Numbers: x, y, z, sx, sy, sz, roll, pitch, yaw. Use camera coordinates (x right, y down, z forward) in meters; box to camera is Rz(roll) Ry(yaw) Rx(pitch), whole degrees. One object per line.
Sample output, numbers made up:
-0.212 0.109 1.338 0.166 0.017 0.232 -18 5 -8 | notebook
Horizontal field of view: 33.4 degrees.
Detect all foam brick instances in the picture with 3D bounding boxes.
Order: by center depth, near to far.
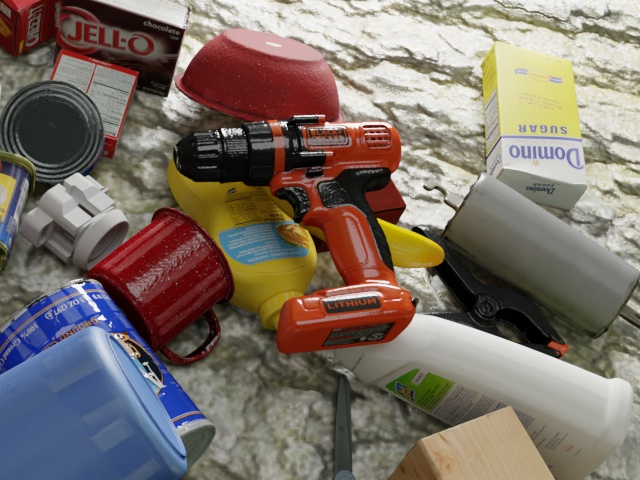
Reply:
0.026 -0.029 0.955 0.078 0.051 0.053 -11 59 -26 | foam brick

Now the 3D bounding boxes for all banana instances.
0.012 -0.028 0.889 0.198 0.037 0.069 37 54 5 | banana

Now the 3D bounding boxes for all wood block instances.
0.140 0.240 0.773 0.090 0.090 0.206 -15 61 -28 | wood block

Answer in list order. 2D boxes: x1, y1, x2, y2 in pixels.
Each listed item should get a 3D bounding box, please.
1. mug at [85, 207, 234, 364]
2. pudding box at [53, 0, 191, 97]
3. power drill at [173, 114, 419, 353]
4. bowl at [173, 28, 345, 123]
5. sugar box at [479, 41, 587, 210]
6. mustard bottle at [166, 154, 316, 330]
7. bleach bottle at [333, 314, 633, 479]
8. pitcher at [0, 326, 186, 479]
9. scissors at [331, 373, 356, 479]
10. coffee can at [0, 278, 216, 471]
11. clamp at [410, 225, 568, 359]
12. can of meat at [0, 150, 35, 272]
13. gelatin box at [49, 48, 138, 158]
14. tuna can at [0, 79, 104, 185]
-0.122 0.044 0.835 0.081 0.093 0.117 -40 112 -32 | mug
-0.182 -0.186 0.972 0.113 0.090 0.039 14 51 -10 | pudding box
-0.012 -0.011 0.816 0.184 0.057 0.187 -5 65 -15 | power drill
-0.049 -0.152 0.970 0.162 0.055 0.162 13 21 -5 | bowl
0.216 -0.119 1.091 0.093 0.048 0.176 11 51 -12 | sugar box
-0.056 0.001 0.898 0.096 0.058 0.192 -7 58 -31 | mustard bottle
0.112 0.105 0.852 0.251 0.103 0.068 25 50 -1 | bleach bottle
-0.201 0.161 0.619 0.242 0.145 0.149 -33 76 -6 | pitcher
0.034 0.200 0.812 0.096 0.016 0.201 23 51 -4 | scissors
-0.156 0.112 0.754 0.102 0.103 0.140 -30 69 -34 | coffee can
0.129 0.071 0.927 0.171 0.039 0.120 32 61 5 | clamp
-0.285 -0.027 0.841 0.102 0.057 0.084 13 54 -9 | can of meat
-0.209 -0.122 0.954 0.073 0.030 0.089 15 54 -9 | gelatin box
-0.225 -0.090 0.897 0.086 0.034 0.086 0 88 -8 | tuna can
